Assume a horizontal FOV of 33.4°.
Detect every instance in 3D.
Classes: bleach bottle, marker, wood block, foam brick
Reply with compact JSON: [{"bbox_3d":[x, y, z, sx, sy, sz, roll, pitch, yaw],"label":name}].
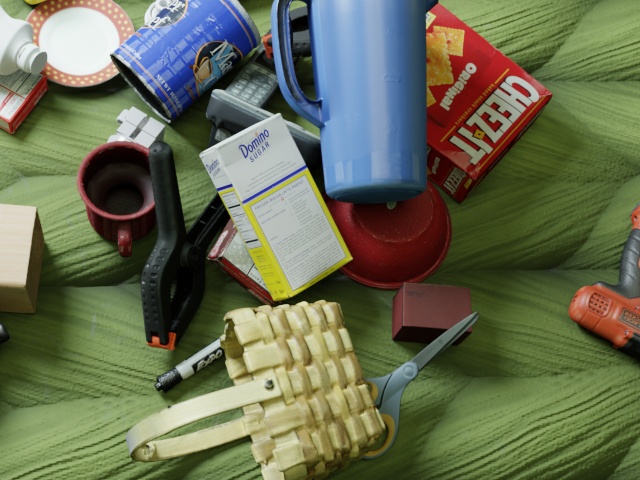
[{"bbox_3d":[-0.410,-0.260,1.201,0.251,0.068,0.102,29,67,14],"label":"bleach bottle"},{"bbox_3d":[-0.123,0.124,1.132,0.121,0.020,0.020,-32,76,-19],"label":"marker"},{"bbox_3d":[-0.397,0.014,1.098,0.206,0.091,0.090,5,67,-7],"label":"wood block"},{"bbox_3d":[0.122,0.081,1.170,0.078,0.051,0.053,6,66,-7],"label":"foam brick"}]

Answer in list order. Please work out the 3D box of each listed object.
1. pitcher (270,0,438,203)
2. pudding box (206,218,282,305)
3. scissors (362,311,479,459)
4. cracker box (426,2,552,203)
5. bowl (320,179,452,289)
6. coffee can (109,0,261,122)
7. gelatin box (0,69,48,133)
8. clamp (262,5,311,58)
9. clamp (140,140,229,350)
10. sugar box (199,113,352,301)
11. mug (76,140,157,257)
[{"bbox_3d":[0.043,-0.166,1.135,0.149,0.144,0.243,-5,83,25],"label":"pitcher"},{"bbox_3d":[-0.058,0.001,1.164,0.090,0.039,0.113,41,66,-22],"label":"pudding box"},{"bbox_3d":[0.095,0.159,1.127,0.201,0.016,0.096,-24,82,-1],"label":"scissors"},{"bbox_3d":[0.141,-0.176,1.268,0.214,0.072,0.164,40,68,8],"label":"cracker box"},{"bbox_3d":[0.077,-0.029,1.207,0.162,0.055,0.162,3,67,-7],"label":"bowl"},{"bbox_3d":[-0.152,-0.217,1.209,0.140,0.103,0.103,-43,79,-9],"label":"coffee can"},{"bbox_3d":[-0.366,-0.173,1.213,0.089,0.030,0.073,28,65,4],"label":"gelatin box"},{"bbox_3d":[0.011,-0.264,1.257,0.171,0.039,0.120,-16,38,-4],"label":"clamp"},{"bbox_3d":[-0.143,0.012,1.138,0.036,0.164,0.210,6,86,28],"label":"clamp"},{"bbox_3d":[-0.046,-0.035,1.125,0.093,0.048,0.176,-31,98,-32],"label":"sugar box"},{"bbox_3d":[-0.212,-0.038,1.151,0.093,0.081,0.117,-6,68,-11],"label":"mug"}]
